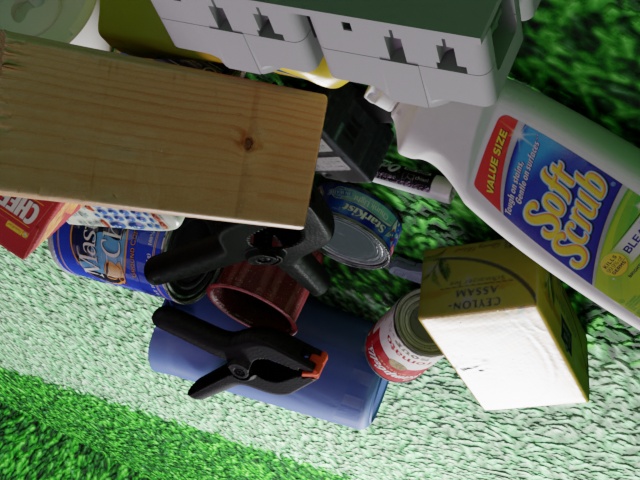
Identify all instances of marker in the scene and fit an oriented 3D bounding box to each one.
[{"bbox_3d":[0.044,-0.052,0.809,0.121,0.020,0.020,17,155,20],"label":"marker"}]

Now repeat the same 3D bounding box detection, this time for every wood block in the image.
[{"bbox_3d":[-0.111,-0.066,0.660,0.205,0.091,0.090,7,-173,-32],"label":"wood block"}]

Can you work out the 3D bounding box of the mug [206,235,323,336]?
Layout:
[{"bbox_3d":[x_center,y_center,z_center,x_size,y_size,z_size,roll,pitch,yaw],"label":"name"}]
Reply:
[{"bbox_3d":[-0.055,0.034,1.012,0.093,0.081,0.117,39,153,-28],"label":"mug"}]

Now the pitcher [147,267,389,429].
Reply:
[{"bbox_3d":[-0.045,0.111,1.125,0.243,0.149,0.145,18,130,11],"label":"pitcher"}]

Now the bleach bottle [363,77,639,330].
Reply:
[{"bbox_3d":[0.138,-0.033,0.667,0.250,0.068,0.103,29,118,-5],"label":"bleach bottle"}]

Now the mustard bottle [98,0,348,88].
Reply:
[{"bbox_3d":[-0.033,-0.129,0.648,0.192,0.058,0.096,13,-167,25],"label":"mustard bottle"}]

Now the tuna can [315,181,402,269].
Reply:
[{"bbox_3d":[0.024,-0.013,0.894,0.086,0.033,0.086,22,157,10],"label":"tuna can"}]

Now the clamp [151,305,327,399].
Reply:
[{"bbox_3d":[-0.074,0.120,1.025,0.172,0.039,0.120,10,140,21],"label":"clamp"}]

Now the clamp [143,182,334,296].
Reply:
[{"bbox_3d":[-0.056,0.001,0.854,0.164,0.036,0.210,1,159,-11],"label":"clamp"}]

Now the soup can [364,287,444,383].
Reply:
[{"bbox_3d":[0.087,0.090,1.004,0.068,0.068,0.102,27,156,-2],"label":"soup can"}]

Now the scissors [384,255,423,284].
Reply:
[{"bbox_3d":[0.082,0.019,0.926,0.202,0.016,0.096,25,155,1],"label":"scissors"}]

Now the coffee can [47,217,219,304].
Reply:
[{"bbox_3d":[-0.177,-0.003,1.034,0.140,0.102,0.102,13,154,28],"label":"coffee can"}]
